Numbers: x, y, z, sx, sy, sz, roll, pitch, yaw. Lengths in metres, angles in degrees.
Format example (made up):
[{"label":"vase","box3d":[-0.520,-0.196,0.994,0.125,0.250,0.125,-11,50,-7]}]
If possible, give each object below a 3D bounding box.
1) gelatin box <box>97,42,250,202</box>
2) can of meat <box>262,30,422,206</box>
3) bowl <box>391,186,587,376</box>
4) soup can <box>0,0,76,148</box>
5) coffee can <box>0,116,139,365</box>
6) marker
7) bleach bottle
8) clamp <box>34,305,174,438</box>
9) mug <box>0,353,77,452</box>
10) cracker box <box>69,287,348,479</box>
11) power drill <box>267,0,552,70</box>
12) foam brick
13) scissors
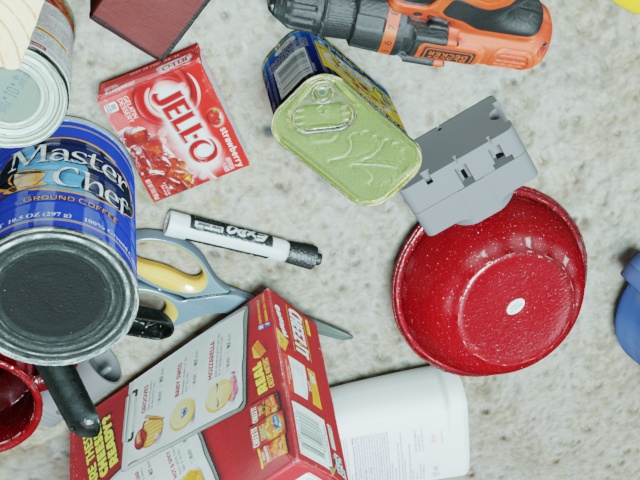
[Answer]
[{"label":"gelatin box","box3d":[-0.098,-0.078,0.717,0.073,0.030,0.089,-21,125,4]},{"label":"can of meat","box3d":[0.011,-0.083,0.701,0.102,0.084,0.057,36,111,-29]},{"label":"bowl","box3d":[0.138,0.042,0.807,0.162,0.055,0.162,-4,111,-11]},{"label":"soup can","box3d":[-0.182,-0.107,0.637,0.068,0.102,0.068,-5,125,-7]},{"label":"coffee can","box3d":[-0.169,-0.003,0.687,0.102,0.140,0.103,-5,125,-7]},{"label":"marker","box3d":[-0.055,0.001,0.785,0.121,0.020,0.020,14,120,-19]},{"label":"bleach bottle","box3d":[-0.007,0.165,0.882,0.251,0.068,0.102,-8,124,-2]},{"label":"clamp","box3d":[-0.194,0.059,0.738,0.171,0.120,0.039,28,127,-7]},{"label":"mug","box3d":[-0.235,0.092,0.776,0.117,0.081,0.093,-11,125,-3]},{"label":"cracker box","box3d":[-0.088,0.160,0.789,0.214,0.164,0.072,-36,129,19]},{"label":"power drill","box3d":[0.068,-0.159,0.618,0.184,0.188,0.057,6,78,-8]},{"label":"foam brick","box3d":[-0.103,-0.153,0.636,0.053,0.078,0.051,29,114,-29]},{"label":"scissors","box3d":[-0.078,0.059,0.823,0.201,0.016,0.096,34,114,-28]}]
